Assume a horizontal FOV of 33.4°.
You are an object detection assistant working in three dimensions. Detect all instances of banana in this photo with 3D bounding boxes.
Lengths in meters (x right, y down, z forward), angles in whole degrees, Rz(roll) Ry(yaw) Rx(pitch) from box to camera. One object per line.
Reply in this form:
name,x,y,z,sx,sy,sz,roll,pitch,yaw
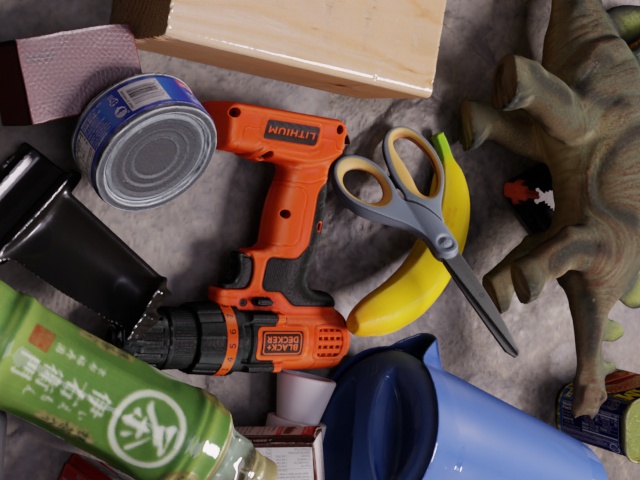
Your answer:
banana,0.075,0.008,0.817,0.069,0.037,0.197,38,54,-18

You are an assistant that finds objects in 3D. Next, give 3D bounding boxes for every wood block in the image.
wood block,-0.025,-0.157,0.718,0.205,0.091,0.090,8,92,-35

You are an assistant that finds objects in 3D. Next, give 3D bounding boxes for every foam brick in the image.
foam brick,-0.156,-0.103,0.660,0.078,0.051,0.053,-16,103,-32

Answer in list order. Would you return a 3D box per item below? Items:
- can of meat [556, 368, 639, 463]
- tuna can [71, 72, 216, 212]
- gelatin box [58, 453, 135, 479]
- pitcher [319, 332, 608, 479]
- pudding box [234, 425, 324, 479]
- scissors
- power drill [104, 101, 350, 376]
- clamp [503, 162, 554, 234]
can of meat,0.276,0.154,0.959,0.101,0.084,0.057,-9,100,-33
tuna can,-0.108,-0.059,0.661,0.086,0.034,0.086,-26,146,-20
gelatin box,-0.120,0.175,0.701,0.089,0.073,0.030,29,80,-33
pitcher,0.112,0.188,0.831,0.242,0.149,0.145,26,38,-36
pudding box,-0.042,0.188,0.749,0.090,0.039,0.113,-2,100,7
scissors,0.069,0.001,0.777,0.096,0.016,0.202,-8,61,-13
power drill,-0.055,0.001,0.738,0.184,0.057,0.188,4,95,-36
clamp,0.249,-0.019,0.950,0.209,0.036,0.164,1,99,-31
